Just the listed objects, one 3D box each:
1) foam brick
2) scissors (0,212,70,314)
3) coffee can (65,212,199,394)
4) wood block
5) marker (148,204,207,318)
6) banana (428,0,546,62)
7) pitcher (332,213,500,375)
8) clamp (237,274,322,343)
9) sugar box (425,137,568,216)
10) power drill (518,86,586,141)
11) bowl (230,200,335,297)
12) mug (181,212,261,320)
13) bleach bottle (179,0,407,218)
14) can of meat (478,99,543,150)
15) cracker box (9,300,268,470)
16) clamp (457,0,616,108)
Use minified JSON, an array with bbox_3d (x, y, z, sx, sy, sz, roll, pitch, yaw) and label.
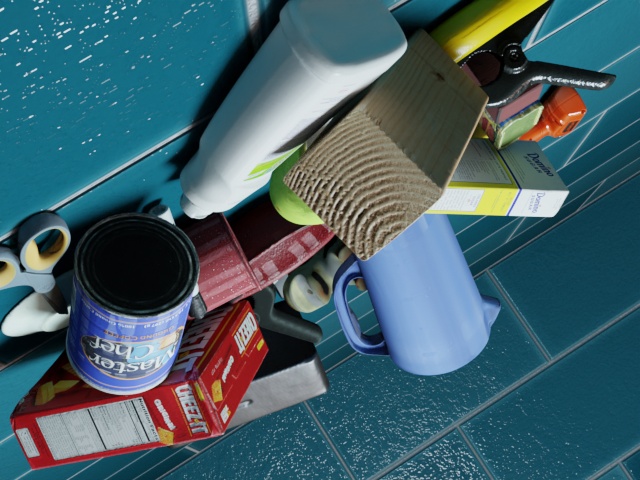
[{"bbox_3d":[0.175,-0.164,1.051,0.053,0.078,0.051,-32,170,1],"label":"foam brick"},{"bbox_3d":[-0.244,0.037,0.869,0.096,0.016,0.202,-23,161,-26],"label":"scissors"},{"bbox_3d":[-0.165,0.057,0.923,0.102,0.103,0.140,-27,157,-30],"label":"coffee can"},{"bbox_3d":[0.060,-0.084,0.859,0.090,0.091,0.205,-42,-172,31],"label":"wood block"},{"bbox_3d":[-0.126,0.022,0.957,0.020,0.020,0.121,-29,125,-19],"label":"marker"},{"bbox_3d":[0.143,-0.195,0.950,0.198,0.037,0.069,-34,-177,8],"label":"banana"},{"bbox_3d":[0.098,0.037,1.244,0.149,0.145,0.242,-47,133,-26],"label":"pitcher"},{"bbox_3d":[-0.101,0.095,1.282,0.164,0.036,0.210,-25,140,3],"label":"clamp"},{"bbox_3d":[0.170,-0.070,1.152,0.176,0.093,0.048,3,132,-24],"label":"sugar box"},{"bbox_3d":[0.263,-0.143,1.444,0.187,0.057,0.184,-29,172,-7],"label":"power drill"},{"bbox_3d":[-0.058,0.001,1.157,0.162,0.055,0.162,-33,168,-8],"label":"bowl"},{"bbox_3d":[-0.111,0.031,1.037,0.081,0.093,0.117,-28,145,-3],"label":"mug"},{"bbox_3d":[-0.045,-0.087,0.811,0.102,0.068,0.251,-25,168,-45],"label":"bleach bottle"},{"bbox_3d":[0.187,-0.150,1.126,0.057,0.084,0.102,-33,169,-1],"label":"can of meat"},{"bbox_3d":[-0.179,0.140,1.068,0.214,0.072,0.164,-14,-160,19],"label":"cracker box"},{"bbox_3d":[0.182,-0.184,1.000,0.171,0.120,0.039,-13,179,1],"label":"clamp"}]
